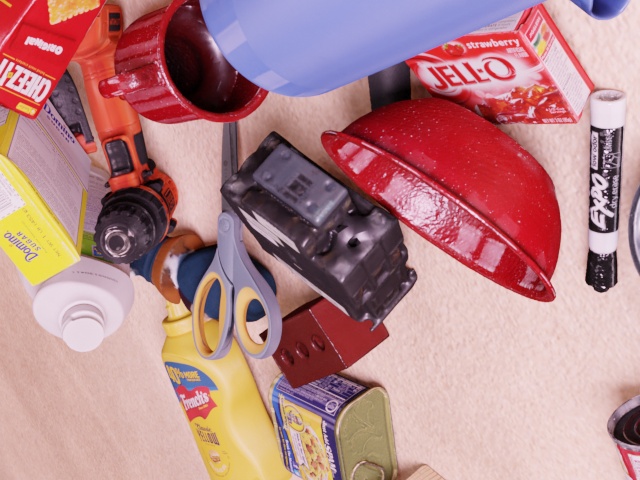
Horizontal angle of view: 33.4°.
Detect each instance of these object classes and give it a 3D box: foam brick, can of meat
[{"bbox_3d":[0.003,0.071,0.803,0.053,0.051,0.078,58,142,0],"label":"foam brick"},{"bbox_3d":[0.009,0.153,0.848,0.084,0.057,0.102,18,126,43],"label":"can of meat"}]

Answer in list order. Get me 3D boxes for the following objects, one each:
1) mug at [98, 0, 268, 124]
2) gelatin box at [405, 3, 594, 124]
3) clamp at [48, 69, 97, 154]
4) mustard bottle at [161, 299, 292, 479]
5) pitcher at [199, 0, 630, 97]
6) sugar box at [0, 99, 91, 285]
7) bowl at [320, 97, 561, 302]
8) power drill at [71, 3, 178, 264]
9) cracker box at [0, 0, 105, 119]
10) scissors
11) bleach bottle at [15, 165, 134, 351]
[{"bbox_3d":[-0.100,-0.120,0.740,0.082,0.117,0.093,-1,113,53],"label":"mug"},{"bbox_3d":[0.093,-0.096,0.583,0.089,0.030,0.073,6,149,46],"label":"gelatin box"},{"bbox_3d":[-0.234,-0.145,0.897,0.172,0.039,0.120,52,158,29],"label":"clamp"},{"bbox_3d":[-0.094,0.132,0.944,0.096,0.058,0.191,-2,113,54],"label":"mustard bottle"},{"bbox_3d":[0.041,-0.160,0.493,0.145,0.149,0.243,40,151,-20],"label":"pitcher"},{"bbox_3d":[-0.211,-0.050,0.771,0.093,0.048,0.176,59,-176,-26],"label":"sugar box"},{"bbox_3d":[0.080,-0.032,0.609,0.162,0.055,0.162,36,175,3],"label":"bowl"},{"bbox_3d":[-0.160,-0.082,0.809,0.184,0.057,0.187,-102,-3,-78],"label":"power drill"},{"bbox_3d":[-0.212,-0.218,0.736,0.164,0.072,0.214,35,95,27],"label":"cracker box"},{"bbox_3d":[-0.055,0.001,0.796,0.096,0.016,0.202,23,108,37],"label":"scissors"},{"bbox_3d":[-0.207,0.010,0.861,0.251,0.102,0.068,-119,41,-59],"label":"bleach bottle"}]
